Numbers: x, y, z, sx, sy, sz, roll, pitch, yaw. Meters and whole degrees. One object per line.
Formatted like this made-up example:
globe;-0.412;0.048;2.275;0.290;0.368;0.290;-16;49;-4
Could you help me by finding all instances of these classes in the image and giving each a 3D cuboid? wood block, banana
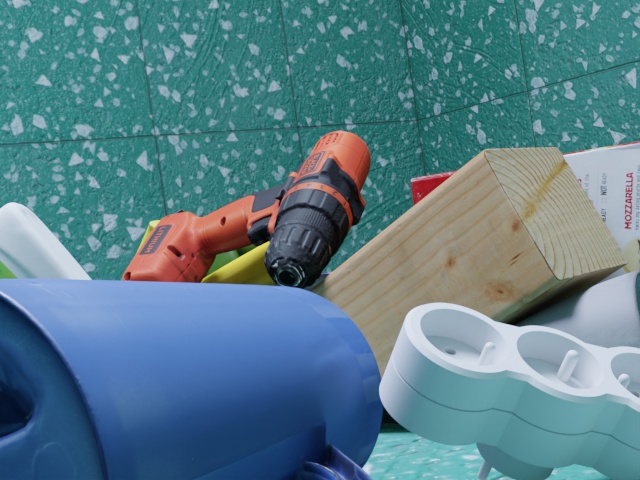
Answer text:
wood block;0.077;0.034;0.693;0.090;0.090;0.206;-7;-26;-48
banana;-0.062;0.035;0.878;0.198;0.037;0.069;-30;9;20

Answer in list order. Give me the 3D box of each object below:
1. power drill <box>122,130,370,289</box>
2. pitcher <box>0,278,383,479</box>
power drill;-0.055;0.001;0.796;0.188;0.057;0.184;-22;21;27
pitcher;-0.058;0.080;0.420;0.145;0.149;0.242;-33;-14;23
